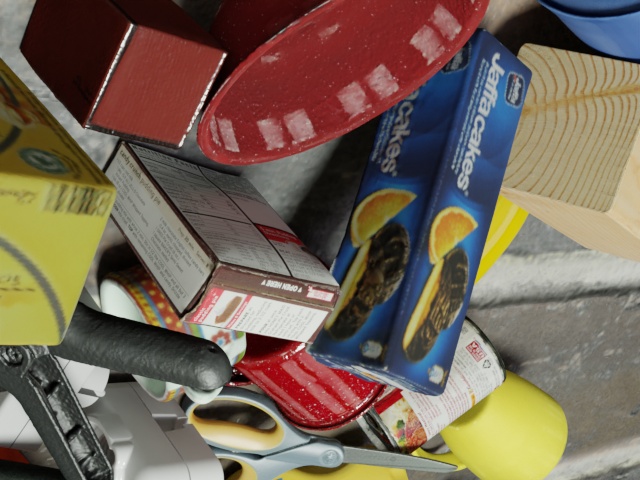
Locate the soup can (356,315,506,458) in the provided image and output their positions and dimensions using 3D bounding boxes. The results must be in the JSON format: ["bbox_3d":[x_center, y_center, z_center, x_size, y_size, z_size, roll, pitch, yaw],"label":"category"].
[{"bbox_3d":[0.076,0.106,0.780,0.102,0.069,0.068,-35,138,-14],"label":"soup can"}]

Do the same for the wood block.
[{"bbox_3d":[0.194,-0.046,0.700,0.205,0.091,0.090,22,88,-55],"label":"wood block"}]

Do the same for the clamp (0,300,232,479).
[{"bbox_3d":[-0.127,0.043,0.501,0.120,0.039,0.171,-37,107,21],"label":"clamp"}]

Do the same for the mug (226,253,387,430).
[{"bbox_3d":[-0.022,0.061,0.656,0.117,0.093,0.081,-18,140,23],"label":"mug"}]

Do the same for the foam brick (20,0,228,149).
[{"bbox_3d":[-0.090,-0.084,0.475,0.051,0.078,0.053,8,119,-44],"label":"foam brick"}]

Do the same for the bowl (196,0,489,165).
[{"bbox_3d":[0.001,-0.103,0.524,0.162,0.055,0.162,-27,166,-7],"label":"bowl"}]

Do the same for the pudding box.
[{"bbox_3d":[-0.053,0.001,0.548,0.089,0.114,0.039,14,114,-45],"label":"pudding box"}]

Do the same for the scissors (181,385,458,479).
[{"bbox_3d":[-0.011,0.156,0.726,0.201,0.016,0.096,26,110,-22],"label":"scissors"}]
